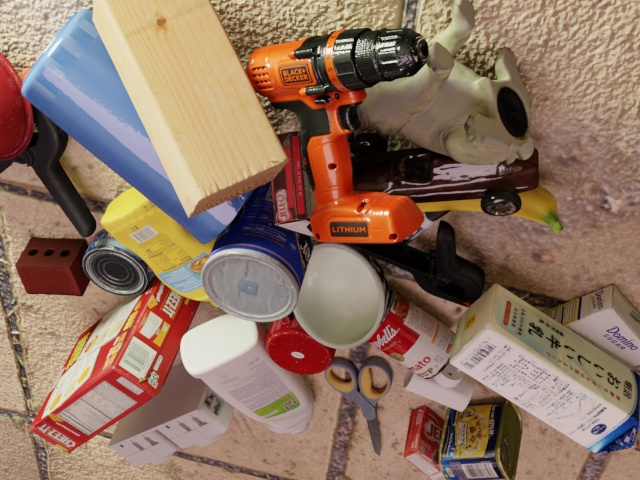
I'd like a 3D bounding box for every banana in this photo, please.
[{"bbox_3d":[0.154,-0.042,1.073,0.198,0.069,0.037,6,109,26],"label":"banana"}]

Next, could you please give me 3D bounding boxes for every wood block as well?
[{"bbox_3d":[-0.119,-0.137,0.959,0.206,0.090,0.090,64,165,3],"label":"wood block"}]

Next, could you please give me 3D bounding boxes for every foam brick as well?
[{"bbox_3d":[-0.325,0.032,1.312,0.078,0.053,0.051,1,134,15],"label":"foam brick"}]

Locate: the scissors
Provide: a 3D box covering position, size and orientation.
[{"bbox_3d":[0.047,0.215,1.401,0.096,0.016,0.202,15,136,6],"label":"scissors"}]

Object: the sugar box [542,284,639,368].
[{"bbox_3d":[0.279,0.120,1.210,0.177,0.048,0.093,-28,119,33],"label":"sugar box"}]

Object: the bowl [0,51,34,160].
[{"bbox_3d":[-0.384,-0.144,1.126,0.162,0.055,0.162,16,130,20],"label":"bowl"}]

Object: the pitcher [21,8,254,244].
[{"bbox_3d":[-0.173,-0.115,1.074,0.242,0.145,0.149,37,121,-14],"label":"pitcher"}]

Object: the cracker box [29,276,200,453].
[{"bbox_3d":[-0.255,0.155,1.331,0.072,0.164,0.214,39,132,-18],"label":"cracker box"}]

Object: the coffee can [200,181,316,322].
[{"bbox_3d":[-0.057,0.001,1.130,0.103,0.140,0.103,9,136,9],"label":"coffee can"}]

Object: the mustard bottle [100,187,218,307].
[{"bbox_3d":[-0.157,0.015,1.236,0.096,0.058,0.191,-25,122,31],"label":"mustard bottle"}]

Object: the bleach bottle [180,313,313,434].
[{"bbox_3d":[-0.078,0.184,1.348,0.102,0.068,0.250,-24,140,6],"label":"bleach bottle"}]

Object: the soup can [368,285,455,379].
[{"bbox_3d":[0.100,0.107,1.239,0.102,0.068,0.069,35,134,-18],"label":"soup can"}]

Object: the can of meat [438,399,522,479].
[{"bbox_3d":[0.198,0.250,1.325,0.084,0.102,0.057,-10,130,29],"label":"can of meat"}]

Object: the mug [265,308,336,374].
[{"bbox_3d":[-0.021,0.096,1.255,0.093,0.081,0.117,-8,131,24],"label":"mug"}]

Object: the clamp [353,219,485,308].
[{"bbox_3d":[0.115,0.027,1.151,0.120,0.039,0.171,6,153,35],"label":"clamp"}]

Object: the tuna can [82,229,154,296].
[{"bbox_3d":[-0.244,0.028,1.294,0.086,0.033,0.086,9,136,9],"label":"tuna can"}]

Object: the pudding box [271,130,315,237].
[{"bbox_3d":[-0.013,-0.054,1.064,0.039,0.090,0.113,-7,171,22],"label":"pudding box"}]

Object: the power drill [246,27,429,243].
[{"bbox_3d":[0.031,-0.091,0.930,0.185,0.057,0.187,1,115,42],"label":"power drill"}]

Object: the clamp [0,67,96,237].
[{"bbox_3d":[-0.335,-0.102,1.193,0.165,0.036,0.210,14,133,12],"label":"clamp"}]

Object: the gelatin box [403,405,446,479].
[{"bbox_3d":[0.150,0.268,1.379,0.089,0.073,0.030,41,131,-22],"label":"gelatin box"}]
